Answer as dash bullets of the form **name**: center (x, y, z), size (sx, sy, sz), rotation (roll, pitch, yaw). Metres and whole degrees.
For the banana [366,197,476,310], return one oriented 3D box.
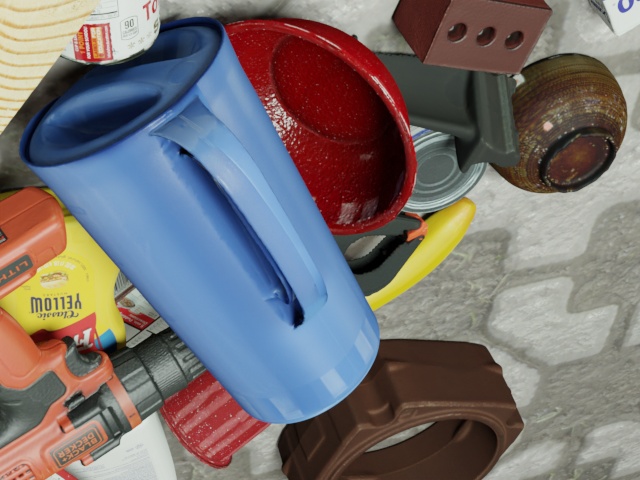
- **banana**: center (0.040, 0.030, 0.859), size (0.198, 0.037, 0.069), rotation (-27, 154, -2)

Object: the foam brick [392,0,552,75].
- **foam brick**: center (0.097, -0.145, 0.686), size (0.078, 0.051, 0.053), rotation (1, 134, -26)

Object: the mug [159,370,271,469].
- **mug**: center (-0.083, 0.118, 0.879), size (0.081, 0.093, 0.117), rotation (-39, 102, 12)

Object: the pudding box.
- **pudding box**: center (-0.141, 0.061, 0.815), size (0.114, 0.039, 0.090), rotation (-36, 137, 19)

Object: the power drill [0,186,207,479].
- **power drill**: center (-0.164, 0.061, 0.671), size (0.184, 0.057, 0.187), rotation (-33, 130, -18)

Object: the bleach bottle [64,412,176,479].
- **bleach bottle**: center (-0.181, 0.211, 0.946), size (0.102, 0.068, 0.251), rotation (-13, 142, -9)

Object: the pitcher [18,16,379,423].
- **pitcher**: center (-0.054, 0.001, 0.640), size (0.145, 0.149, 0.242), rotation (-19, 124, 21)

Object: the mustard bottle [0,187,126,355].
- **mustard bottle**: center (-0.184, 0.059, 0.739), size (0.096, 0.058, 0.192), rotation (-5, 121, -17)

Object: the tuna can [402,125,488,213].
- **tuna can**: center (0.080, -0.061, 0.787), size (0.086, 0.034, 0.086), rotation (-13, 139, -12)

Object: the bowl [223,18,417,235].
- **bowl**: center (-0.005, -0.081, 0.670), size (0.162, 0.055, 0.162), rotation (19, 139, 17)

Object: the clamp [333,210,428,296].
- **clamp**: center (0.001, 0.028, 0.808), size (0.171, 0.039, 0.120), rotation (-15, 127, -8)
